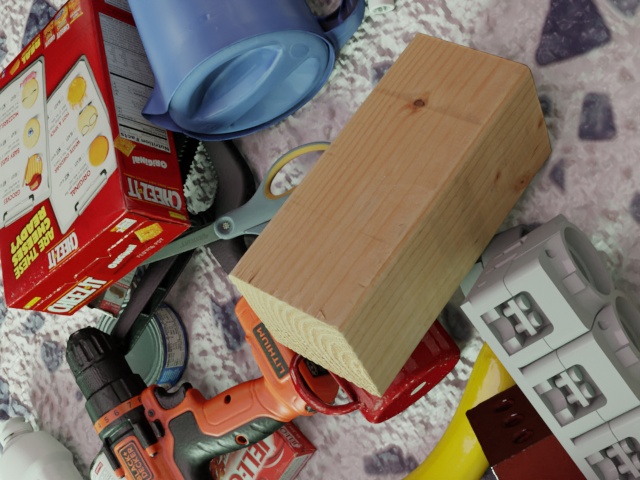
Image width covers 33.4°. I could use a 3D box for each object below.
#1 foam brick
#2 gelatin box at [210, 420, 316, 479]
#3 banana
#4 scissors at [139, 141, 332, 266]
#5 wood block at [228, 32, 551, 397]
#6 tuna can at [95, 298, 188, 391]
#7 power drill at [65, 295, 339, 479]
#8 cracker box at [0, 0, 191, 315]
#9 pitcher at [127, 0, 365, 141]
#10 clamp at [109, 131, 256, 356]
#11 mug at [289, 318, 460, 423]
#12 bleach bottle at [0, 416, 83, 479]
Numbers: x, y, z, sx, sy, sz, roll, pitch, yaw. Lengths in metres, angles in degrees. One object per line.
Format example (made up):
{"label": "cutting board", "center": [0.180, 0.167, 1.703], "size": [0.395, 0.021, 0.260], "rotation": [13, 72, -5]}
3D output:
{"label": "foam brick", "center": [0.131, 0.132, 0.670], "size": [0.053, 0.078, 0.051], "rotation": [-28, 106, 3]}
{"label": "gelatin box", "center": [-0.055, 0.172, 0.851], "size": [0.073, 0.030, 0.089], "rotation": [46, 116, 26]}
{"label": "banana", "center": [0.084, 0.147, 0.745], "size": [0.198, 0.037, 0.070], "rotation": [-51, 63, 25]}
{"label": "scissors", "center": [-0.055, 0.001, 0.824], "size": [0.202, 0.016, 0.096], "rotation": [-35, 79, 12]}
{"label": "wood block", "center": [0.049, -0.020, 0.674], "size": [0.091, 0.090, 0.206], "rotation": [25, 69, 34]}
{"label": "tuna can", "center": [-0.155, 0.092, 0.921], "size": [0.086, 0.033, 0.086], "rotation": [0, 90, 36]}
{"label": "power drill", "center": [-0.093, 0.110, 0.813], "size": [0.188, 0.057, 0.184], "rotation": [-37, 78, 19]}
{"label": "cracker box", "center": [-0.192, -0.070, 0.856], "size": [0.164, 0.072, 0.214], "rotation": [-34, 58, 34]}
{"label": "pitcher", "center": [-0.084, -0.213, 0.821], "size": [0.145, 0.148, 0.243], "rotation": [-47, 60, 46]}
{"label": "clamp", "center": [-0.106, -0.002, 0.867], "size": [0.165, 0.036, 0.210], "rotation": [-11, 81, 16]}
{"label": "mug", "center": [0.034, 0.078, 0.739], "size": [0.081, 0.117, 0.093], "rotation": [52, 153, 19]}
{"label": "bleach bottle", "center": [-0.234, 0.274, 0.964], "size": [0.103, 0.067, 0.251], "rotation": [-48, 62, 26]}
